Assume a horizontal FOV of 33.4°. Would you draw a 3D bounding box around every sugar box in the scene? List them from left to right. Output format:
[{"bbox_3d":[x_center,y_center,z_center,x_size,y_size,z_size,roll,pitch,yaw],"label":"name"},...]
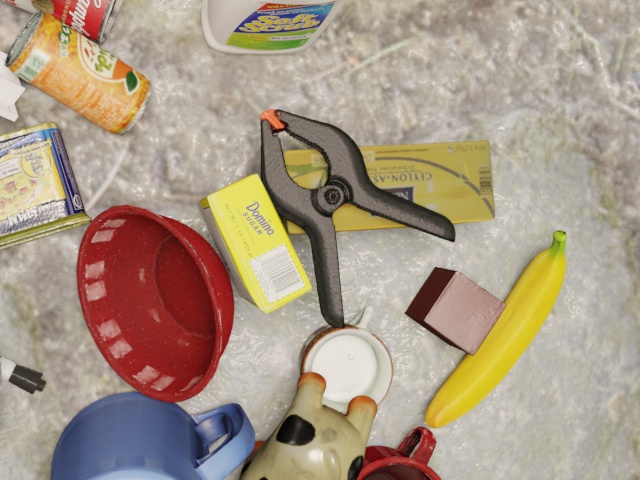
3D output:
[{"bbox_3d":[-0.055,0.001,0.822,0.048,0.176,0.093,-25,95,-6],"label":"sugar box"}]

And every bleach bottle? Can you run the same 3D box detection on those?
[{"bbox_3d":[-0.031,-0.190,0.786,0.102,0.251,0.068,0,90,-9],"label":"bleach bottle"}]

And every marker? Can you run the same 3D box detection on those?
[{"bbox_3d":[-0.281,0.094,0.869,0.121,0.020,0.020,26,87,-8],"label":"marker"}]

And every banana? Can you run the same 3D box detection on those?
[{"bbox_3d":[0.155,0.079,0.915,0.198,0.037,0.069,-57,142,2],"label":"banana"}]

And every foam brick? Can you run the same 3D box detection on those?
[{"bbox_3d":[0.112,0.058,0.899,0.053,0.078,0.051,35,87,-8],"label":"foam brick"}]

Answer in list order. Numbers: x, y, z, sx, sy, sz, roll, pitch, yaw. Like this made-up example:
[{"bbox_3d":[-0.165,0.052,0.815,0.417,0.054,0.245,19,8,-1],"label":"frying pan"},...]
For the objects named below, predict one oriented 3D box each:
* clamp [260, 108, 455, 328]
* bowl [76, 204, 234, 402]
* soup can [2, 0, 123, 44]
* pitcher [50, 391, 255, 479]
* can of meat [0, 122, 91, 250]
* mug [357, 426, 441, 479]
[{"bbox_3d":[0.020,-0.033,0.805,0.120,0.039,0.171,-29,93,-9],"label":"clamp"},{"bbox_3d":[-0.121,0.044,0.848,0.055,0.162,0.162,-24,95,-48],"label":"bowl"},{"bbox_3d":[-0.209,-0.208,0.850,0.102,0.068,0.068,22,87,-9],"label":"soup can"},{"bbox_3d":[-0.129,0.188,0.780,0.145,0.243,0.149,17,88,-10],"label":"pitcher"},{"bbox_3d":[-0.245,-0.040,0.854,0.102,0.057,0.084,-18,91,-9],"label":"can of meat"},{"bbox_3d":[0.059,0.208,0.890,0.093,0.081,0.117,28,87,-8],"label":"mug"}]
